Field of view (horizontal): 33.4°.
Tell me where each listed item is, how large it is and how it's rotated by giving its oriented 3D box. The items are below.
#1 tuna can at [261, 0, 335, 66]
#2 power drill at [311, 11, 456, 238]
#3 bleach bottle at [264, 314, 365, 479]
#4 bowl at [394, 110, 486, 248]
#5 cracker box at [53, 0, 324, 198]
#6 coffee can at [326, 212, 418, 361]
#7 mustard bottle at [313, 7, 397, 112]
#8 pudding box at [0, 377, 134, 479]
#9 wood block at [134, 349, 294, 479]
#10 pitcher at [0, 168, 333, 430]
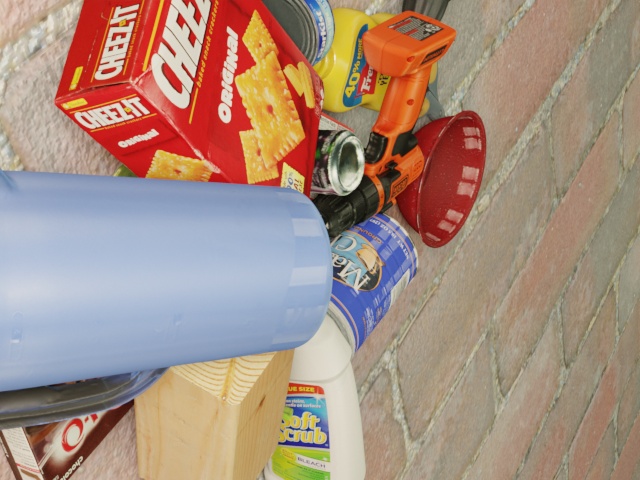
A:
[{"bbox_3d":[-0.032,-0.176,0.871,0.033,0.086,0.086,-45,137,-46],"label":"tuna can"},{"bbox_3d":[0.054,-0.105,0.978,0.184,0.057,0.188,-40,151,-50],"label":"power drill"},{"bbox_3d":[-0.015,0.142,0.981,0.068,0.103,0.251,-55,150,-39],"label":"bleach bottle"},{"bbox_3d":[0.129,-0.075,1.216,0.161,0.055,0.162,-36,136,-45],"label":"bowl"},{"bbox_3d":[-0.079,-0.107,0.761,0.213,0.072,0.164,47,42,-48],"label":"cracker box"},{"bbox_3d":[0.019,0.046,1.028,0.140,0.103,0.103,-48,139,-42],"label":"coffee can"},{"bbox_3d":[0.027,-0.169,1.004,0.191,0.058,0.096,-12,121,-58],"label":"mustard bottle"},{"bbox_3d":[-0.182,0.112,0.765,0.113,0.039,0.090,-48,140,-41],"label":"pudding box"},{"bbox_3d":[-0.083,0.124,0.824,0.090,0.090,0.206,-54,165,-35],"label":"wood block"},{"bbox_3d":[-0.121,0.030,0.655,0.242,0.149,0.145,-1,76,-31],"label":"pitcher"}]
